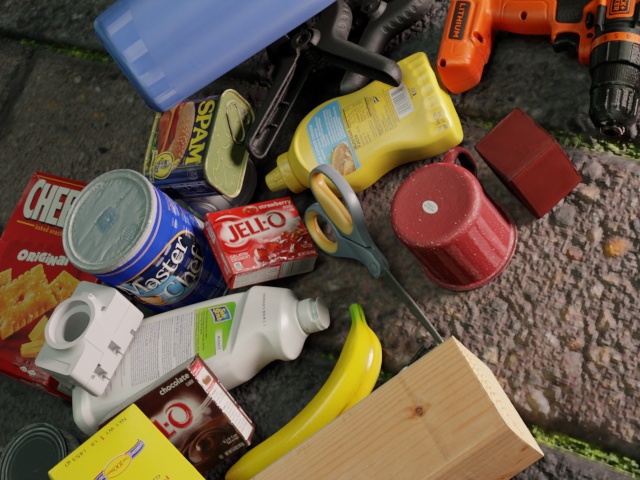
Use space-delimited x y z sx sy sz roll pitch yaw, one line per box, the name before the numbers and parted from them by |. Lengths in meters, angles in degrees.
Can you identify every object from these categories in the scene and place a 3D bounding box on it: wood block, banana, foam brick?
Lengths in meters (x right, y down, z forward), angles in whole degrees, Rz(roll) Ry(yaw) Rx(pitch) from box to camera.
wood block | 0.056 0.180 0.838 0.206 0.090 0.091 -37 53 10
banana | -0.005 0.149 0.926 0.198 0.037 0.070 -52 31 -4
foam brick | 0.175 -0.065 0.898 0.051 0.078 0.053 -43 53 7

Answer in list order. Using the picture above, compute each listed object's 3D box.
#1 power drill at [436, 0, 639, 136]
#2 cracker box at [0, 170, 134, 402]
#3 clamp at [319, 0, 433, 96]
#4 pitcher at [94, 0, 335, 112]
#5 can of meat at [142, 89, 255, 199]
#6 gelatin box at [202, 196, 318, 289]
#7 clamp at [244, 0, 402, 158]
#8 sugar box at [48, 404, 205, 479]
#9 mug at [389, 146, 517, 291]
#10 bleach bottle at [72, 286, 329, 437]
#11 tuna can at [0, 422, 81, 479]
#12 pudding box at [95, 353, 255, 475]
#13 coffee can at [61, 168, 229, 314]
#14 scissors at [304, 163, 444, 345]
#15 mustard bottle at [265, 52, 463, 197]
power drill | 0.202 -0.174 0.951 0.188 0.057 0.184 2 64 28
cracker box | -0.274 0.044 1.110 0.164 0.072 0.213 14 73 34
clamp | 0.050 -0.225 1.077 0.171 0.039 0.120 -48 50 -4
pitcher | -0.092 -0.235 1.018 0.243 0.149 0.145 -36 80 -2
can of meat | -0.118 -0.090 1.030 0.084 0.057 0.102 -4 64 32
gelatin box | -0.057 0.001 0.997 0.089 0.030 0.073 -12 56 -23
clamp | -0.017 -0.177 1.043 0.165 0.036 0.210 -30 45 13
sugar box | -0.130 0.222 0.856 0.093 0.048 0.176 -40 55 -20
mug | 0.113 -0.025 0.911 0.093 0.081 0.117 3 68 31
bleach bottle | -0.109 0.107 0.989 0.251 0.068 0.102 -18 58 20
tuna can | -0.272 0.224 1.043 0.086 0.033 0.086 -13 61 24
pudding box | -0.128 0.167 0.949 0.114 0.090 0.039 -35 10 16
coffee can | -0.162 0.008 1.019 0.103 0.140 0.103 -13 61 24
scissors | 0.041 0.024 0.962 0.016 0.096 0.202 -24 77 -29
mustard bottle | 0.033 -0.094 1.008 0.192 0.058 0.096 -26 63 17
